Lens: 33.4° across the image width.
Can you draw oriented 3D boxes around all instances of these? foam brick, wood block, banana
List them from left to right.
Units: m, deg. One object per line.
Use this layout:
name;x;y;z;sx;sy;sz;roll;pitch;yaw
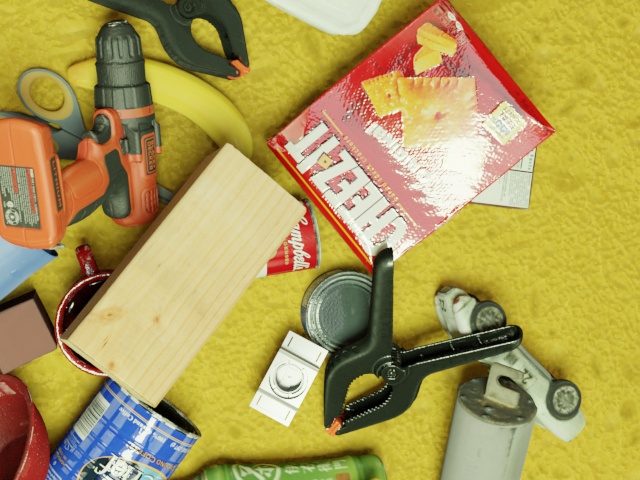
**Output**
foam brick;-0.269;0.081;0.957;0.053;0.078;0.051;-24;98;-10
banana;-0.134;-0.124;0.989;0.197;0.037;0.069;33;87;-13
wood block;-0.116;0.028;0.899;0.090;0.091;0.206;40;76;-12

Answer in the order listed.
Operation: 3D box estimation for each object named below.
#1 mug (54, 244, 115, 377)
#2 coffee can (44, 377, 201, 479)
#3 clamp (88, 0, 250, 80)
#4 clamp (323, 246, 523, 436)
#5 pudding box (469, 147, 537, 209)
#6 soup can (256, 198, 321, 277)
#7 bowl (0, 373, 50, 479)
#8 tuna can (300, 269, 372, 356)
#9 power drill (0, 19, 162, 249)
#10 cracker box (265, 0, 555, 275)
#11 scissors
mug;-0.198;0.059;0.969;0.093;0.081;0.117;-22;100;-10
coffee can;-0.191;0.204;0.973;0.102;0.103;0.140;37;86;-13
clamp;-0.136;-0.209;0.978;0.120;0.039;0.171;-37;100;-11
clamp;0.078;0.116;1.010;0.164;0.036;0.210;26;120;-14
pudding box;0.156;-0.080;1.057;0.113;0.039;0.090;6;93;-14
soup can;-0.057;0.001;1.002;0.102;0.068;0.068;-9;97;-11
bowl;-0.291;0.202;0.942;0.162;0.162;0.055;-53;131;-3
tuna can;0.024;0.071;1.044;0.086;0.034;0.086;-1;95;-12
power drill;-0.197;-0.083;0.889;0.057;0.187;0.184;4;109;23
cracker box;0.081;-0.096;0.991;0.214;0.072;0.164;-39;92;5
scissors;-0.205;-0.095;0.987;0.201;0.016;0.096;14;92;-13
